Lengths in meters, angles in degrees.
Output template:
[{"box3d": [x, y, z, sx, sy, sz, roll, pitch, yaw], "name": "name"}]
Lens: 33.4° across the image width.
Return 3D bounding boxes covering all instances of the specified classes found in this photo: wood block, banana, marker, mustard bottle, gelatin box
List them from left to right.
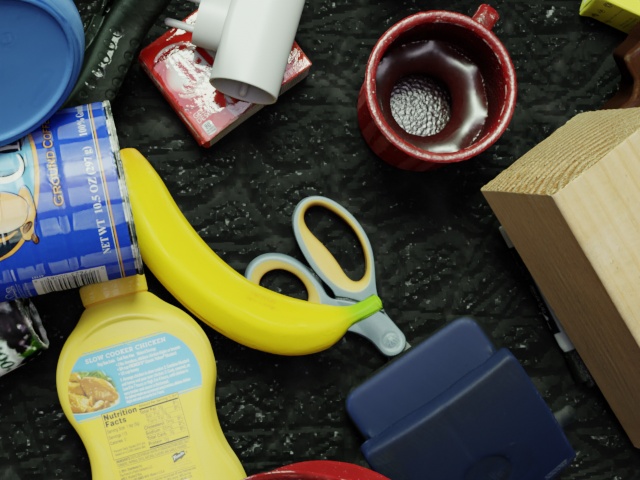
[{"box3d": [-0.109, 0.096, 0.653, 0.096, 0.058, 0.191, -16, 87, -3], "name": "mustard bottle"}, {"box3d": [-0.061, 0.018, 0.668, 0.198, 0.037, 0.069, 31, 75, 8], "name": "banana"}, {"box3d": [-0.062, -0.115, 0.691, 0.089, 0.030, 0.073, -37, 89, -8], "name": "gelatin box"}, {"box3d": [0.153, 0.041, 0.705, 0.020, 0.020, 0.121, -26, 88, -8], "name": "marker"}, {"box3d": [0.200, 0.030, 0.648, 0.090, 0.091, 0.206, -37, 104, -13], "name": "wood block"}]

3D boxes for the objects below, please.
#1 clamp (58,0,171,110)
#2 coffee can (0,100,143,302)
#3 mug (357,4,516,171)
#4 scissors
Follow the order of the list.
[{"box3d": [-0.124, -0.125, 0.648, 0.039, 0.120, 0.171, 25, 86, -22], "name": "clamp"}, {"box3d": [-0.178, -0.016, 0.599, 0.140, 0.103, 0.103, -12, 86, -10], "name": "coffee can"}, {"box3d": [0.074, -0.099, 0.678, 0.093, 0.081, 0.117, 32, 83, -2], "name": "mug"}, {"box3d": [0.024, 0.068, 0.692, 0.096, 0.016, 0.202, -28, 88, -6], "name": "scissors"}]
